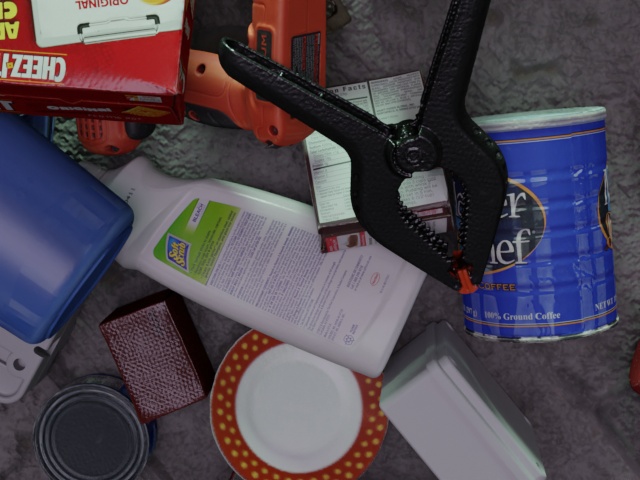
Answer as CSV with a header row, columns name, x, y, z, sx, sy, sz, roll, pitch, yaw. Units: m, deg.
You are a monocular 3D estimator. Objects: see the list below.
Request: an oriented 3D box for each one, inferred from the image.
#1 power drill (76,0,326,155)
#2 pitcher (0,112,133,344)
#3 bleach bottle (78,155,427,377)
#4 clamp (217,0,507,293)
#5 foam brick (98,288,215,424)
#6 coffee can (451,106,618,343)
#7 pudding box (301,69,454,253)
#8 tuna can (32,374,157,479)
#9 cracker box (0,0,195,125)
name,x,y,z,sx,sy,sz,roll,pitch,yaw
power drill,-0.088,-0.138,0.686,0.188,0.057,0.184,11,113,30
pitcher,-0.236,-0.053,0.670,0.243,0.145,0.149,36,107,-4
bleach bottle,-0.055,0.001,0.739,0.251,0.068,0.102,25,85,5
clamp,0.042,-0.058,0.627,0.164,0.036,0.210,-13,116,9
foam brick,-0.114,0.080,0.760,0.053,0.051,0.078,-21,96,6
coffee can,0.139,-0.013,0.702,0.103,0.103,0.140,-5,98,5
pudding box,0.034,-0.054,0.708,0.090,0.039,0.113,-10,59,2
tuna can,-0.164,0.142,0.781,0.086,0.033,0.086,1,98,4
cracker box,-0.150,-0.179,0.604,0.164,0.072,0.213,4,80,-2
